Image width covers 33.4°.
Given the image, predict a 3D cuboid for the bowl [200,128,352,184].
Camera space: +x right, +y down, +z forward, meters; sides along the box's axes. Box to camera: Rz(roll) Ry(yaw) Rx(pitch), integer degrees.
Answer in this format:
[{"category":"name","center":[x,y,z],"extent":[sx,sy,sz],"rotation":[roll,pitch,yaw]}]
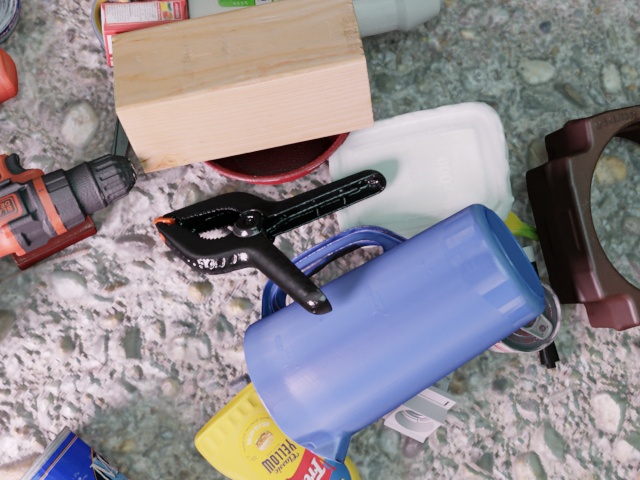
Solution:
[{"category":"bowl","center":[-0.043,-0.108,0.981],"extent":[0.162,0.055,0.162],"rotation":[-3,59,6]}]

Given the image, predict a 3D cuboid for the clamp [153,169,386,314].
[{"category":"clamp","center":[-0.056,0.001,0.941],"extent":[0.210,0.036,0.164],"rotation":[-2,43,20]}]

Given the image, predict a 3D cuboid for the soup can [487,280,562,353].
[{"category":"soup can","center":[0.174,0.070,0.994],"extent":[0.068,0.102,0.068],"rotation":[1,85,-9]}]

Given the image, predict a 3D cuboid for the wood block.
[{"category":"wood block","center":[-0.065,-0.137,0.915],"extent":[0.206,0.091,0.090],"rotation":[-11,58,2]}]

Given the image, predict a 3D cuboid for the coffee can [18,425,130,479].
[{"category":"coffee can","center":[-0.201,0.244,0.922],"extent":[0.140,0.103,0.102],"rotation":[41,81,-4]}]

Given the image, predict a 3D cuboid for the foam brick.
[{"category":"foam brick","center":[-0.248,-0.014,0.962],"extent":[0.078,0.051,0.053],"rotation":[-28,90,-10]}]

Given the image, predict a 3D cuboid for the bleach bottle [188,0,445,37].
[{"category":"bleach bottle","center":[0.007,-0.228,0.978],"extent":[0.251,0.068,0.102],"rotation":[-7,58,1]}]

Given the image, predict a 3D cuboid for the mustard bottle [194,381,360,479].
[{"category":"mustard bottle","center":[-0.019,0.221,0.974],"extent":[0.096,0.058,0.191],"rotation":[-42,93,-15]}]

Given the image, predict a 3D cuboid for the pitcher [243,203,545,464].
[{"category":"pitcher","center":[0.060,0.064,0.919],"extent":[0.243,0.145,0.149],"rotation":[-33,104,17]}]

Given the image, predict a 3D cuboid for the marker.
[{"category":"marker","center":[0.212,0.066,1.042],"extent":[0.020,0.020,0.121],"rotation":[-13,87,-10]}]

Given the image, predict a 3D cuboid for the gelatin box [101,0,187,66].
[{"category":"gelatin box","center":[-0.156,-0.185,0.954],"extent":[0.073,0.089,0.030],"rotation":[-5,80,-9]}]

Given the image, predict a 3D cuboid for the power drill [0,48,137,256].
[{"category":"power drill","center":[-0.271,-0.077,0.926],"extent":[0.184,0.057,0.188],"rotation":[-25,63,-11]}]

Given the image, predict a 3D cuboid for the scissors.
[{"category":"scissors","center":[-0.194,-0.152,1.000],"extent":[0.096,0.016,0.201],"rotation":[25,82,-4]}]
